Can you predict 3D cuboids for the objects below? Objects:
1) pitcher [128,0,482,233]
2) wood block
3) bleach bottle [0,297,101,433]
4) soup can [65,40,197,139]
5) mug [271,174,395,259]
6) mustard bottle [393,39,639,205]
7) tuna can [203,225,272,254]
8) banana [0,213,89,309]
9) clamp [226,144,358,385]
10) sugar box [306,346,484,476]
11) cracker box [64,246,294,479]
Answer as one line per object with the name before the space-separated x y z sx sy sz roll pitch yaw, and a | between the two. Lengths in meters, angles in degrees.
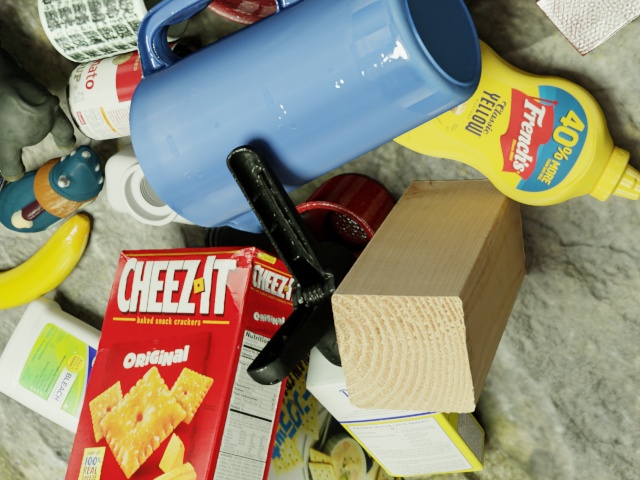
pitcher | -0.017 -0.115 0.762 0.243 0.145 0.149 -22 148 35
wood block | 0.088 0.033 0.791 0.091 0.205 0.090 -1 114 21
bleach bottle | -0.178 0.151 1.010 0.251 0.068 0.102 25 81 8
soup can | -0.151 -0.123 0.888 0.102 0.068 0.068 -7 112 24
mug | 0.012 0.005 0.879 0.093 0.081 0.117 33 121 3
mustard bottle | 0.153 -0.080 0.796 0.191 0.058 0.096 27 101 6
tuna can | -0.056 0.001 0.932 0.086 0.033 0.086 9 117 17
banana | -0.293 0.029 1.034 0.198 0.037 0.069 -15 109 26
clamp | -0.002 0.046 0.756 0.036 0.164 0.209 -17 149 23
sugar box | 0.067 0.142 0.901 0.093 0.048 0.176 -10 138 24
cracker box | -0.109 0.114 0.837 0.164 0.072 0.213 -2 71 41
